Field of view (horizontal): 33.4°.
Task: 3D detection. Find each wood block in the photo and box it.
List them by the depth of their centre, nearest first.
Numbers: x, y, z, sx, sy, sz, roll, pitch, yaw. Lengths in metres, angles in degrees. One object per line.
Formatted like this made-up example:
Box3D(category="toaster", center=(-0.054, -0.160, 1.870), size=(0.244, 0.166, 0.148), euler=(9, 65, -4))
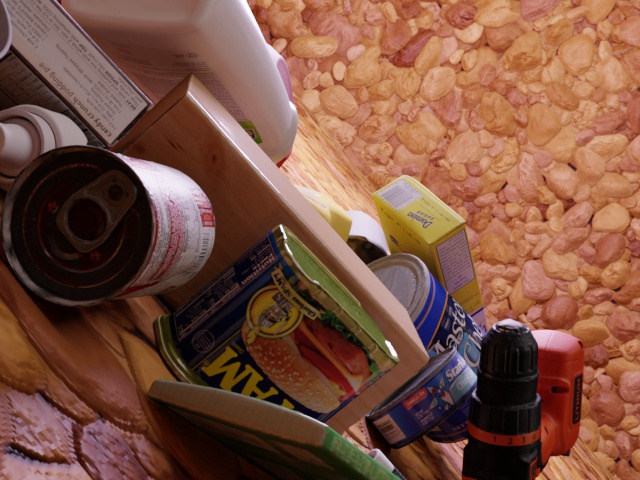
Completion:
Box3D(category="wood block", center=(-0.040, 0.012, 0.631), size=(0.206, 0.090, 0.091), euler=(47, 8, -15))

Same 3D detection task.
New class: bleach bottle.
Box3D(category="bleach bottle", center=(-0.078, -0.109, 0.730), size=(0.103, 0.068, 0.250), euler=(11, -16, 15))

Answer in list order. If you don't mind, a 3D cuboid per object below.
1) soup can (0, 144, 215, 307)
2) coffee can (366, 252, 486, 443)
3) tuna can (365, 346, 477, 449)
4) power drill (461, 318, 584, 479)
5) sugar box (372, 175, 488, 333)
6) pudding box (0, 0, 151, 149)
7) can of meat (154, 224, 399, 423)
Box3D(category="soup can", center=(-0.093, -0.006, 0.492), size=(0.068, 0.068, 0.102), euler=(51, 7, 6))
Box3D(category="coffee can", center=(0.086, 0.093, 0.912), size=(0.140, 0.103, 0.103), euler=(46, 9, -30))
Box3D(category="tuna can", center=(0.077, 0.119, 0.804), size=(0.034, 0.086, 0.086), euler=(52, 8, 2))
Box3D(category="power drill", center=(0.157, 0.131, 0.824), size=(0.057, 0.184, 0.187), euler=(10, 16, 24))
Box3D(category="sugar box", center=(0.105, 0.031, 0.985), size=(0.093, 0.048, 0.176), euler=(45, -20, 45))
Box3D(category="pudding box", center=(-0.150, -0.092, 0.549), size=(0.113, 0.039, 0.090), euler=(46, -24, -22))
Box3D(category="can of meat", center=(-0.021, 0.054, 0.559), size=(0.102, 0.084, 0.057), euler=(46, 8, -28))
